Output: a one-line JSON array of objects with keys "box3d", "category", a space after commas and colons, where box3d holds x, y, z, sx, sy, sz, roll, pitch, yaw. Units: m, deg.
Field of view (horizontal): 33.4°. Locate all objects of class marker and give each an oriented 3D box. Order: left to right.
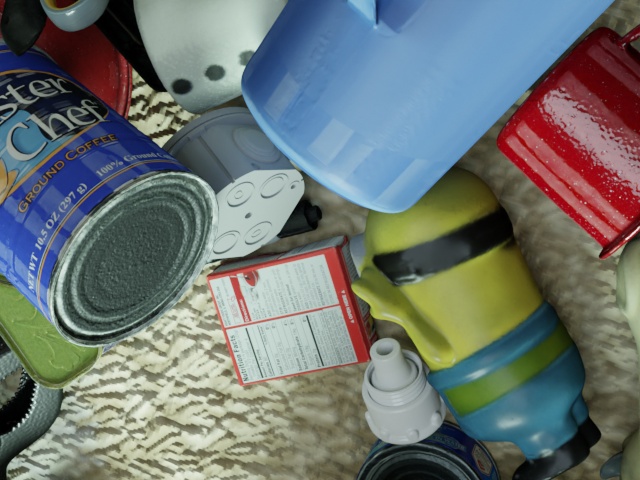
[{"box3d": [-0.054, 0.001, 0.648, 0.121, 0.020, 0.020, -18, 99, 22], "category": "marker"}]

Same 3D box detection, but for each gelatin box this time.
[{"box3d": [-0.017, 0.043, 0.642, 0.089, 0.030, 0.073, -13, 102, 21], "category": "gelatin box"}]

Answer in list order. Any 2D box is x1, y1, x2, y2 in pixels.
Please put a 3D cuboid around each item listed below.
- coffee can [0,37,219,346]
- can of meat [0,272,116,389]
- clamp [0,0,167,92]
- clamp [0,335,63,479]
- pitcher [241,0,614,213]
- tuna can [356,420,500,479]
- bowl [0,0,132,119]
[{"box3d": [-0.136, -0.027, 0.550, 0.140, 0.102, 0.103, 38, 114, 28], "category": "coffee can"}, {"box3d": [-0.157, 0.027, 0.653, 0.058, 0.083, 0.102, -34, 93, 23], "category": "can of meat"}, {"box3d": [-0.139, -0.154, 0.596, 0.039, 0.120, 0.171, -31, 61, 23], "category": "clamp"}, {"box3d": [-0.228, 0.137, 0.707, 0.210, 0.164, 0.036, -49, 48, 5], "category": "clamp"}, {"box3d": [0.067, -0.132, 0.479, 0.149, 0.145, 0.243, 30, 113, -25], "category": "pitcher"}, {"box3d": [0.064, 0.153, 0.644, 0.086, 0.033, 0.086, 5, 106, 17], "category": "tuna can"}, {"box3d": [-0.198, -0.101, 0.647, 0.162, 0.055, 0.162, 5, 106, 17], "category": "bowl"}]
